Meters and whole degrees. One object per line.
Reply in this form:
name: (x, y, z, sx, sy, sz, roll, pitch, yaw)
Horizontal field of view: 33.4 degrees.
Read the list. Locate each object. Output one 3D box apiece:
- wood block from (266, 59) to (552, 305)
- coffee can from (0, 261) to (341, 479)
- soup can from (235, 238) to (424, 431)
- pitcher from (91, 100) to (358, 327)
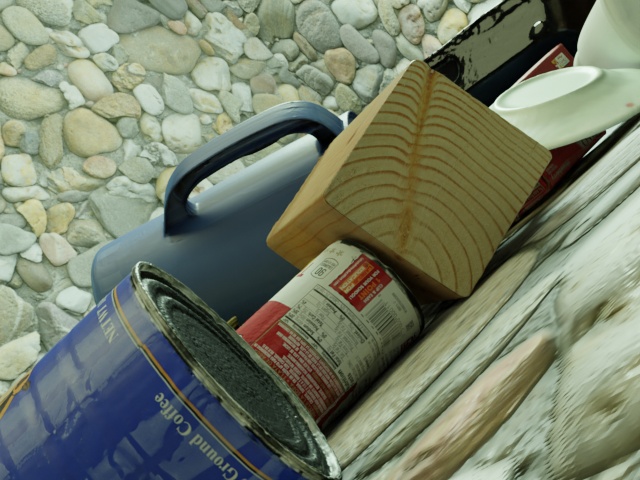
wood block: (0.040, -0.020, 0.628, 0.090, 0.090, 0.206, -56, 5, -11)
coffee can: (-0.078, 0.092, 0.371, 0.140, 0.103, 0.103, -43, -2, 2)
soup can: (-0.005, 0.056, 0.541, 0.102, 0.068, 0.069, -42, -3, -18)
pitcher: (-0.055, 0.001, 0.820, 0.243, 0.149, 0.145, -24, -3, 13)
